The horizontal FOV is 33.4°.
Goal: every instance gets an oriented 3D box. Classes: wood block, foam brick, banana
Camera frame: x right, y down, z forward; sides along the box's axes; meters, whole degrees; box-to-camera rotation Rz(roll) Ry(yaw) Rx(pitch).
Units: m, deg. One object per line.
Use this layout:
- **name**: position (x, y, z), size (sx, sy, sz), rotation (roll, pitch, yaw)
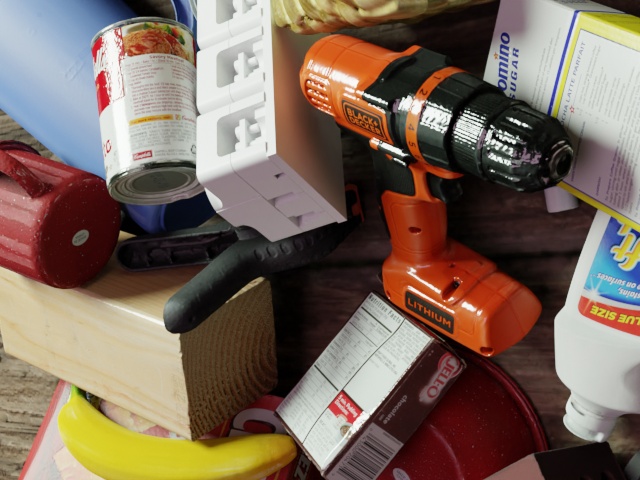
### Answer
- **wood block**: position (-0.139, 0.057, 0.780), size (0.206, 0.090, 0.090), rotation (16, 121, 36)
- **foam brick**: position (0.143, 0.156, 0.640), size (0.051, 0.078, 0.053), rotation (-41, 61, 40)
- **banana**: position (-0.114, 0.142, 0.743), size (0.198, 0.037, 0.069), rotation (12, 63, 26)

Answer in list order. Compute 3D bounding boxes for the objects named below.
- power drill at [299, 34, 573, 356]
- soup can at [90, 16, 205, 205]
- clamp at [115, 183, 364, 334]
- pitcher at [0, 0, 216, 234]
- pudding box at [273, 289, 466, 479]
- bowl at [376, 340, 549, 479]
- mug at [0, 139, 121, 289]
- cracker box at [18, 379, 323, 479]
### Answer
- **power drill**: position (0.076, -0.021, 0.612), size (0.185, 0.057, 0.187), rotation (33, 151, 44)
- **soup can**: position (-0.108, -0.081, 0.682), size (0.069, 0.068, 0.102), rotation (-23, 69, 38)
- **clamp**: position (-0.055, 0.001, 0.726), size (0.120, 0.171, 0.039), rotation (34, 140, 46)
- **pitcher**: position (-0.158, -0.123, 0.797), size (0.243, 0.144, 0.149), rotation (41, 134, 18)
- **pudding box**: position (0.030, 0.097, 0.694), size (0.113, 0.039, 0.090), rotation (-50, 29, -1)
- **bowl**: position (0.071, 0.151, 0.722), size (0.162, 0.055, 0.162), rotation (9, 106, 36)
- **mug**: position (-0.195, -0.022, 0.724), size (0.082, 0.093, 0.117), rotation (18, 149, 30)
- **cracker box**: position (-0.116, 0.183, 0.787), size (0.214, 0.072, 0.164), rotation (8, 65, 26)
